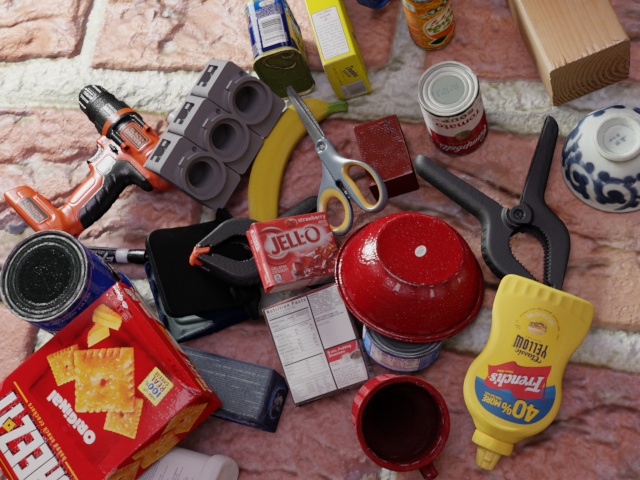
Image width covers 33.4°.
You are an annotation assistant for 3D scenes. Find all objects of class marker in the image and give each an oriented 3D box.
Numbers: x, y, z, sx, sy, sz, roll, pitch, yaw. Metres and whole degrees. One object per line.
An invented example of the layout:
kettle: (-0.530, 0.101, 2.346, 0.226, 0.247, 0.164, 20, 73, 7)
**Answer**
marker: (-0.255, 0.017, 1.259, 0.121, 0.020, 0.020, 3, 72, 16)

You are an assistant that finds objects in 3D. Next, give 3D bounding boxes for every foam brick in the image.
foam brick: (0.074, -0.092, 1.194, 0.053, 0.051, 0.078, -16, 68, 8)

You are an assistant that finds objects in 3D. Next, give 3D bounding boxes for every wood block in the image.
wood block: (0.261, -0.268, 1.187, 0.091, 0.090, 0.206, -21, 67, 8)

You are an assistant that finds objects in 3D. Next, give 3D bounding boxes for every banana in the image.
banana: (-0.043, -0.092, 1.232, 0.070, 0.037, 0.197, 23, 78, 23)

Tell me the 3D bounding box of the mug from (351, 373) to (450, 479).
mug: (0.082, 0.187, 1.067, 0.093, 0.081, 0.117, -34, 92, -6)

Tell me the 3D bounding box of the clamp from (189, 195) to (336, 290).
clamp: (-0.058, 0.001, 1.172, 0.171, 0.039, 0.120, 5, 57, -18)

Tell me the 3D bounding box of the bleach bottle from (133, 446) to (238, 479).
bleach bottle: (-0.220, 0.248, 1.144, 0.251, 0.068, 0.102, 13, 74, 21)

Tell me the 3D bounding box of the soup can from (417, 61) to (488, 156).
soup can: (0.145, -0.143, 1.165, 0.068, 0.102, 0.068, -5, 69, 13)

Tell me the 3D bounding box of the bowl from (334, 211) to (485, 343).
bowl: (0.098, 0.024, 1.108, 0.162, 0.055, 0.162, 4, 54, -5)

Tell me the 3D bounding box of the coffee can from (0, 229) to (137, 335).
coffee can: (-0.275, 0.059, 1.182, 0.103, 0.140, 0.103, -5, 69, 13)

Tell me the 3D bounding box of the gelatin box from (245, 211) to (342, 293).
gelatin box: (-0.027, 0.012, 1.137, 0.089, 0.030, 0.073, -9, 70, -26)

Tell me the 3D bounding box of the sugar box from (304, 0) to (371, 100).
sugar box: (0.011, -0.261, 1.248, 0.048, 0.093, 0.176, -16, 68, 8)

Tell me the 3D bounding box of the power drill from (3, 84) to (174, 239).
power drill: (-0.280, -0.085, 1.272, 0.187, 0.057, 0.185, -42, 63, -10)

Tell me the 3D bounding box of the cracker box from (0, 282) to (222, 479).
cracker box: (-0.235, 0.172, 1.103, 0.213, 0.072, 0.164, -41, 64, -1)

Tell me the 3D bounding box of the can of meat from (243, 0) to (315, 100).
can of meat: (-0.049, -0.226, 1.248, 0.057, 0.102, 0.084, -16, 66, 9)

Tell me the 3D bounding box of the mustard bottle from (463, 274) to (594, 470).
mustard bottle: (0.196, 0.137, 1.064, 0.096, 0.058, 0.191, 21, 90, 8)

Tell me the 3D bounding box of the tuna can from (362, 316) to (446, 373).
tuna can: (0.087, 0.095, 1.114, 0.086, 0.034, 0.086, 2, 49, -3)

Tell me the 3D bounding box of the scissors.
scissors: (-0.001, -0.083, 1.194, 0.202, 0.016, 0.096, 45, 110, 34)

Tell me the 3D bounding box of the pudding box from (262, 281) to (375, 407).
pudding box: (-0.002, 0.110, 1.135, 0.090, 0.039, 0.113, -20, 80, 8)

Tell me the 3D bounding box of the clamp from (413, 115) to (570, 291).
clamp: (0.215, -0.030, 1.136, 0.164, 0.036, 0.210, -24, 74, -6)
